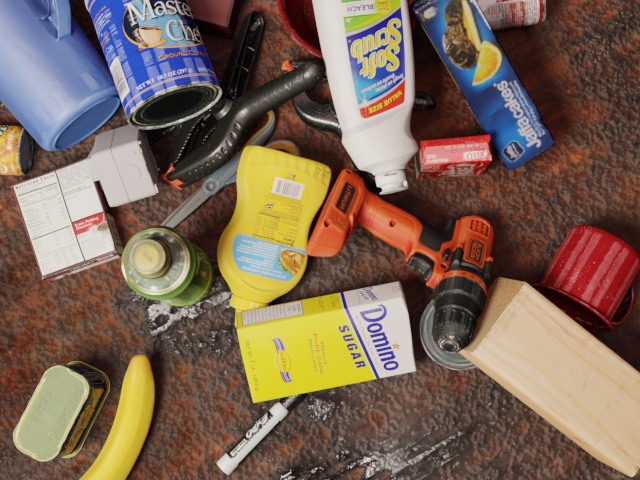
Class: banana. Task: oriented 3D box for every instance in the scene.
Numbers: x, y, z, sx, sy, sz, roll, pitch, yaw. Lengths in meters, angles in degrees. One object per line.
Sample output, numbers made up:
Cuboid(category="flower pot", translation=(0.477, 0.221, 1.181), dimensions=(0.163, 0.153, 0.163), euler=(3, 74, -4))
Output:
Cuboid(category="banana", translation=(-0.219, 0.217, 1.122), dimensions=(0.037, 0.069, 0.197), euler=(22, 76, 41))

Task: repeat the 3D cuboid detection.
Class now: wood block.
Cuboid(category="wood block", translation=(0.244, 0.135, 1.078), dimensions=(0.206, 0.091, 0.090), euler=(38, 85, -8))

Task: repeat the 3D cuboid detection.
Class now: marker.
Cuboid(category="marker", translation=(-0.062, 0.200, 1.138), dimensions=(0.020, 0.020, 0.121), euler=(45, 87, 6))

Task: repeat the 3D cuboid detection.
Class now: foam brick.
Cuboid(category="foam brick", translation=(-0.115, -0.269, 1.174), dimensions=(0.051, 0.053, 0.078), euler=(12, 83, 3))

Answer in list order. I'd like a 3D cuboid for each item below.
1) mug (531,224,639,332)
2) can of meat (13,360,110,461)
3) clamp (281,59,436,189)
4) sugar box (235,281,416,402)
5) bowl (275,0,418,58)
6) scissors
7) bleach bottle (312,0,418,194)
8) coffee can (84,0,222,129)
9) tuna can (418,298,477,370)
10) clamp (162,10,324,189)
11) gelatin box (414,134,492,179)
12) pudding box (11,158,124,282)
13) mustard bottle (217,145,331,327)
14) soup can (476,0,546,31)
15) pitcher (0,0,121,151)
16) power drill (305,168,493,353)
Cuboid(category="mug", translation=(0.289, 0.044, 1.116), dimensions=(0.117, 0.093, 0.081), euler=(36, 80, -26))
Cuboid(category="can of meat", translation=(-0.270, 0.178, 1.115), dimensions=(0.057, 0.084, 0.102), euler=(26, 85, 4))
Cuboid(category="clamp", translation=(0.027, -0.135, 1.162), dimensions=(0.171, 0.039, 0.120), euler=(25, 81, 10))
Cuboid(category="sugar box", translation=(0.007, 0.106, 1.113), dimensions=(0.176, 0.048, 0.093), euler=(-11, 115, 1))
Cuboid(category="bowl", translation=(0.028, -0.262, 1.162), dimensions=(0.162, 0.055, 0.162), euler=(1, 82, -6))
Cuboid(category="scissors", translation=(-0.099, -0.055, 1.169), dimensions=(0.096, 0.016, 0.202), euler=(32, 86, 5))
Cuboid(category="bleach bottle", translation=(0.057, -0.174, 1.090), dimensions=(0.102, 0.068, 0.251), euler=(-10, 86, -19))
Cuboid(category="coffee can", translation=(-0.173, -0.200, 1.105), dimensions=(0.103, 0.103, 0.140), euler=(-21, 80, -1))
Cuboid(category="tuna can", translation=(0.148, 0.095, 1.135), dimensions=(0.086, 0.034, 0.086), euler=(0, 84, 2))
Cuboid(category="clamp", translation=(-0.098, -0.147, 1.148), dimensions=(0.210, 0.036, 0.165), euler=(-46, 42, 12))
Cuboid(category="gelatin box", translation=(0.139, -0.086, 1.127), dimensions=(0.073, 0.089, 0.030), euler=(-4, 84, 1))
Cuboid(category="pudding box", translation=(-0.274, -0.022, 1.160), dimensions=(0.090, 0.039, 0.113), euler=(-20, 82, 0))
Cuboid(category="mustard bottle", translation=(-0.058, 0.001, 1.132), dimensions=(0.096, 0.058, 0.191), euler=(14, 92, -21))
Cuboid(category="soup can", translation=(0.186, -0.260, 1.156), dimensions=(0.102, 0.068, 0.068), euler=(-10, 84, 1))
Cuboid(category="pitcher", translation=(-0.317, -0.224, 1.133), dimensions=(0.145, 0.149, 0.243), euler=(-39, 87, -2))
Cuboid(category="power drill", translation=(0.083, 0.016, 1.083), dimensions=(0.187, 0.057, 0.184), euler=(25, 41, -4))
